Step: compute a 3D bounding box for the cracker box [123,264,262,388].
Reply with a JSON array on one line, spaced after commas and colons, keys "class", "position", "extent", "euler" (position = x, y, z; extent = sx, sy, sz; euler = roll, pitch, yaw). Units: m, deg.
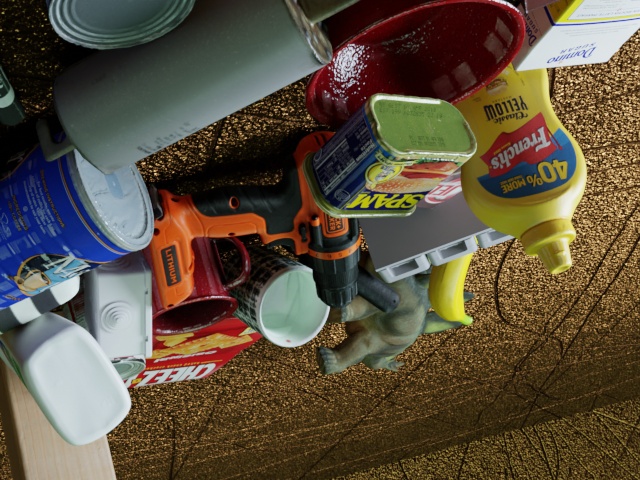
[{"class": "cracker box", "position": [-0.153, 0.098, 1.181], "extent": [0.163, 0.072, 0.214], "euler": [-2, 156, -36]}]

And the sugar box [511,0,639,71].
[{"class": "sugar box", "position": [0.210, -0.190, 0.771], "extent": [0.093, 0.048, 0.176], "euler": [-9, 162, -23]}]

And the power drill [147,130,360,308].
[{"class": "power drill", "position": [-0.056, 0.001, 0.939], "extent": [0.187, 0.057, 0.184], "euler": [-14, 126, -9]}]

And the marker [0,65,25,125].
[{"class": "marker", "position": [-0.210, -0.106, 0.674], "extent": [0.020, 0.020, 0.121], "euler": [-16, 160, -6]}]

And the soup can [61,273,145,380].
[{"class": "soup can", "position": [-0.215, 0.084, 1.048], "extent": [0.068, 0.102, 0.068], "euler": [-16, 160, -6]}]

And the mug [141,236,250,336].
[{"class": "mug", "position": [-0.123, 0.032, 1.019], "extent": [0.117, 0.081, 0.093], "euler": [-23, 160, 14]}]

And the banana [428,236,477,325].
[{"class": "banana", "position": [0.152, 0.013, 1.143], "extent": [0.069, 0.037, 0.198], "euler": [-21, 133, -43]}]

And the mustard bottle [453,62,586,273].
[{"class": "mustard bottle", "position": [0.154, -0.063, 0.838], "extent": [0.096, 0.192, 0.058], "euler": [-16, 160, -5]}]

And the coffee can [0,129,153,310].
[{"class": "coffee can", "position": [-0.210, -0.015, 0.790], "extent": [0.140, 0.103, 0.102], "euler": [-23, 159, 15]}]

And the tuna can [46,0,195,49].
[{"class": "tuna can", "position": [-0.117, -0.149, 0.617], "extent": [0.086, 0.034, 0.086], "euler": [-16, 160, -6]}]

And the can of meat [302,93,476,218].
[{"class": "can of meat", "position": [0.052, -0.062, 0.789], "extent": [0.101, 0.057, 0.084], "euler": [-2, 151, -39]}]

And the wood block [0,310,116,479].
[{"class": "wood block", "position": [-0.282, 0.188, 1.113], "extent": [0.090, 0.206, 0.091], "euler": [-8, 158, -24]}]

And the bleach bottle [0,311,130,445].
[{"class": "bleach bottle", "position": [-0.256, 0.106, 0.979], "extent": [0.068, 0.102, 0.251], "euler": [-34, -161, -21]}]

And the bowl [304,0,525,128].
[{"class": "bowl", "position": [0.059, -0.142, 0.751], "extent": [0.162, 0.055, 0.162], "euler": [-15, 160, -6]}]

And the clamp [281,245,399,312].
[{"class": "clamp", "position": [-0.005, 0.014, 1.078], "extent": [0.120, 0.039, 0.171], "euler": [9, 154, 48]}]
